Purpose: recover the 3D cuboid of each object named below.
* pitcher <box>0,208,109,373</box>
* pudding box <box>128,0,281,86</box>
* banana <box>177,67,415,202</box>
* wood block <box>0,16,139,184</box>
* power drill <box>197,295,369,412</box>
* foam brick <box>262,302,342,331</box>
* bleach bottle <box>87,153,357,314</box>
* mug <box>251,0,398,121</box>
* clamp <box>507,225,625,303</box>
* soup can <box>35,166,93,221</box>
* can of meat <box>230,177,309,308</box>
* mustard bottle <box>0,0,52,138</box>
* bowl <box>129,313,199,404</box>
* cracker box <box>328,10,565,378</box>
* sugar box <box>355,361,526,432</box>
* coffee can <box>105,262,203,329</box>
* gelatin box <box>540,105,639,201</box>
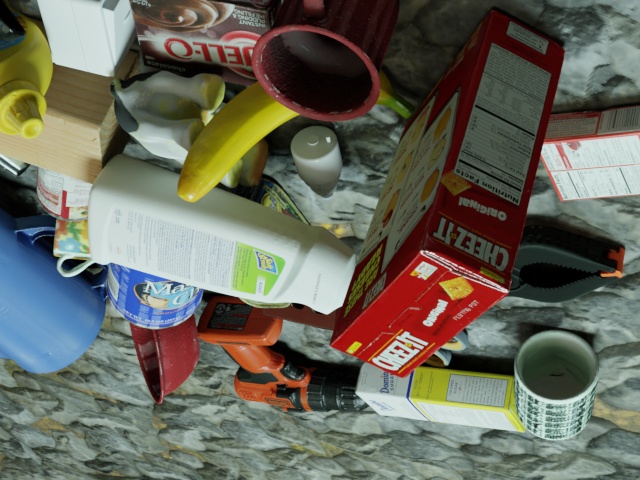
[{"bbox_3d":[-0.338,0.030,1.141,0.145,0.149,0.242,11,156,30],"label":"pitcher"},{"bbox_3d":[-0.085,-0.164,0.815,0.113,0.039,0.090,14,149,10],"label":"pudding box"},{"bbox_3d":[-0.026,-0.095,0.807,0.197,0.069,0.037,-23,168,-12],"label":"banana"},{"bbox_3d":[-0.267,-0.133,0.915,0.206,0.090,0.091,18,149,2],"label":"wood block"},{"bbox_3d":[-0.046,0.139,1.231,0.185,0.057,0.187,1,143,28],"label":"power drill"},{"bbox_3d":[-0.016,0.048,1.073,0.078,0.051,0.053,12,130,11],"label":"foam brick"},{"bbox_3d":[-0.071,0.010,0.904,0.251,0.068,0.103,19,137,9],"label":"bleach bottle"},{"bbox_3d":[0.006,-0.152,0.745,0.093,0.081,0.117,9,147,17],"label":"mug"},{"bbox_3d":[0.162,0.018,0.956,0.210,0.036,0.164,-8,139,34],"label":"clamp"},{"bbox_3d":[-0.232,-0.072,1.007,0.068,0.068,0.102,22,148,-3],"label":"soup can"},{"bbox_3d":[-0.057,0.001,1.006,0.058,0.084,0.102,-3,141,32],"label":"can of meat"},{"bbox_3d":[-0.258,-0.140,0.809,0.192,0.096,0.058,48,162,33],"label":"mustard bottle"},{"bbox_3d":[-0.174,0.098,1.189,0.055,0.162,0.162,-12,153,-19],"label":"bowl"},{"bbox_3d":[0.092,-0.029,0.758,0.072,0.213,0.164,24,148,-8],"label":"cracker box"},{"bbox_3d":[0.137,0.172,1.185,0.176,0.048,0.093,6,158,26],"label":"sugar box"},{"bbox_3d":[-0.159,0.013,1.062,0.103,0.102,0.140,21,148,-2],"label":"coffee can"},{"bbox_3d":[0.215,-0.066,0.810,0.089,0.030,0.073,-3,143,32],"label":"gelatin box"}]
